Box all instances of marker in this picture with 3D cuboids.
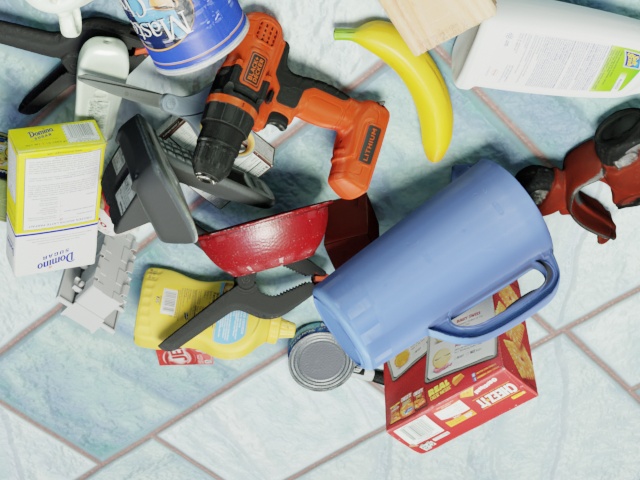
[{"bbox_3d":[0.038,0.169,1.401,0.121,0.020,0.020,16,129,-11],"label":"marker"}]

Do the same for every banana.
[{"bbox_3d":[0.095,-0.161,1.106,0.070,0.037,0.197,-14,130,38],"label":"banana"}]

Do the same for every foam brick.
[{"bbox_3d":[0.036,-0.007,1.211,0.053,0.078,0.051,-13,127,13],"label":"foam brick"}]

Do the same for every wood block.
[{"bbox_3d":[0.071,-0.283,0.963,0.090,0.091,0.206,-25,125,21],"label":"wood block"}]

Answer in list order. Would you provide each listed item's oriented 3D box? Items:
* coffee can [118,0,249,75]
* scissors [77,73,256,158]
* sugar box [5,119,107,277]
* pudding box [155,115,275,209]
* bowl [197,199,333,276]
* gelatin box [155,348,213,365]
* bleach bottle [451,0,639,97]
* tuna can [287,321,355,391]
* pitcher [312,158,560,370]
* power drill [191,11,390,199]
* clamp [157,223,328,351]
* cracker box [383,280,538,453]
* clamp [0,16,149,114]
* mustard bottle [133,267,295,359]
[{"bbox_3d":[-0.142,-0.241,1.002,0.103,0.102,0.140,-16,128,16],"label":"coffee can"},{"bbox_3d":[-0.140,-0.153,1.087,0.201,0.016,0.096,31,82,-31],"label":"scissors"},{"bbox_3d":[-0.281,-0.042,1.125,0.093,0.048,0.176,-10,140,-27],"label":"sugar box"},{"bbox_3d":[-0.120,-0.097,1.168,0.090,0.039,0.113,-37,122,27],"label":"pudding box"},{"bbox_3d":[-0.058,0.001,1.168,0.162,0.162,0.055,-15,92,15],"label":"bowl"},{"bbox_3d":[-0.177,0.122,1.363,0.073,0.030,0.089,-1,130,4],"label":"gelatin box"},{"bbox_3d":[0.265,-0.181,1.062,0.250,0.068,0.103,9,139,-9],"label":"bleach bottle"},{"bbox_3d":[0.001,0.147,1.359,0.086,0.034,0.086,-1,113,-4],"label":"tuna can"},{"bbox_3d":[0.122,0.037,1.131,0.242,0.149,0.145,-34,109,-9],"label":"pitcher"},{"bbox_3d":[-0.029,-0.113,1.073,0.187,0.184,0.057,27,163,-28],"label":"power drill"},{"bbox_3d":[-0.095,0.056,1.255,0.209,0.036,0.164,7,88,-12],"label":"clamp"},{"bbox_3d":[0.153,0.117,1.222,0.164,0.213,0.072,-35,123,28],"label":"cracker box"},{"bbox_3d":[-0.256,-0.182,1.102,0.171,0.039,0.120,-2,144,1],"label":"clamp"},{"bbox_3d":[-0.125,0.094,1.294,0.191,0.096,0.058,9,151,-6],"label":"mustard bottle"}]
